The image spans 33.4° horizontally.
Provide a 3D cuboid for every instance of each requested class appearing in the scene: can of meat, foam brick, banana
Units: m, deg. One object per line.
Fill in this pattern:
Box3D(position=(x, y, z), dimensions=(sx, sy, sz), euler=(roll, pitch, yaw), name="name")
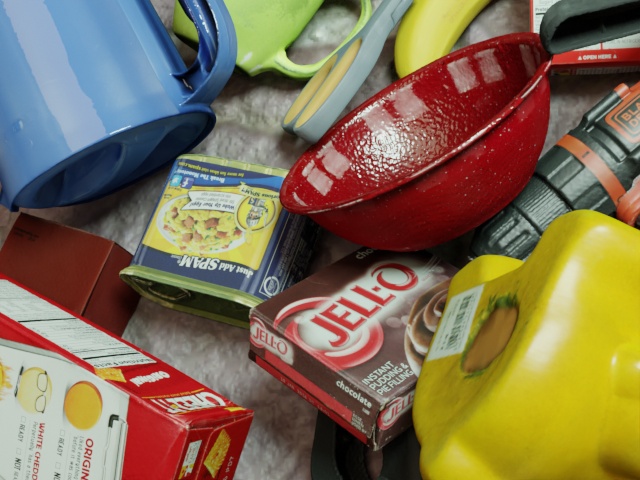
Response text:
Box3D(position=(-0.054, 0.001, 0.625), dimensions=(0.102, 0.057, 0.084), euler=(12, 71, 25), name="can of meat")
Box3D(position=(-0.154, 0.023, 0.658), dimensions=(0.078, 0.051, 0.053), euler=(17, 74, 26), name="foam brick")
Box3D(position=(0.109, -0.155, 0.642), dimensions=(0.198, 0.037, 0.069), euler=(-44, 85, 2), name="banana")

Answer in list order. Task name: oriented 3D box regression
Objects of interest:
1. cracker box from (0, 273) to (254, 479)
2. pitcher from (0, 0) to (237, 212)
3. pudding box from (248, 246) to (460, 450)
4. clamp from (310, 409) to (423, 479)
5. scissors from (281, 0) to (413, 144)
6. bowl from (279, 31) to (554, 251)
Box3D(position=(-0.157, 0.123, 0.580), dimensions=(0.214, 0.072, 0.164), euler=(24, 101, 27), name="cracker box")
Box3D(position=(-0.162, -0.150, 0.639), dimensions=(0.149, 0.145, 0.243), euler=(-24, 85, -20), name="pitcher")
Box3D(position=(0.033, 0.047, 0.546), dimensions=(0.090, 0.039, 0.113), euler=(32, 41, 32), name="pudding box")
Box3D(position=(0.044, 0.135, 0.527), dimensions=(0.120, 0.039, 0.171), euler=(-27, 61, 29), name="clamp")
Box3D(position=(0.035, -0.134, 0.642), dimensions=(0.201, 0.016, 0.096), euler=(-57, 16, -22), name="scissors")
Box3D(position=(0.059, -0.043, 0.561), dimensions=(0.162, 0.055, 0.162), euler=(-29, 20, 11), name="bowl")
